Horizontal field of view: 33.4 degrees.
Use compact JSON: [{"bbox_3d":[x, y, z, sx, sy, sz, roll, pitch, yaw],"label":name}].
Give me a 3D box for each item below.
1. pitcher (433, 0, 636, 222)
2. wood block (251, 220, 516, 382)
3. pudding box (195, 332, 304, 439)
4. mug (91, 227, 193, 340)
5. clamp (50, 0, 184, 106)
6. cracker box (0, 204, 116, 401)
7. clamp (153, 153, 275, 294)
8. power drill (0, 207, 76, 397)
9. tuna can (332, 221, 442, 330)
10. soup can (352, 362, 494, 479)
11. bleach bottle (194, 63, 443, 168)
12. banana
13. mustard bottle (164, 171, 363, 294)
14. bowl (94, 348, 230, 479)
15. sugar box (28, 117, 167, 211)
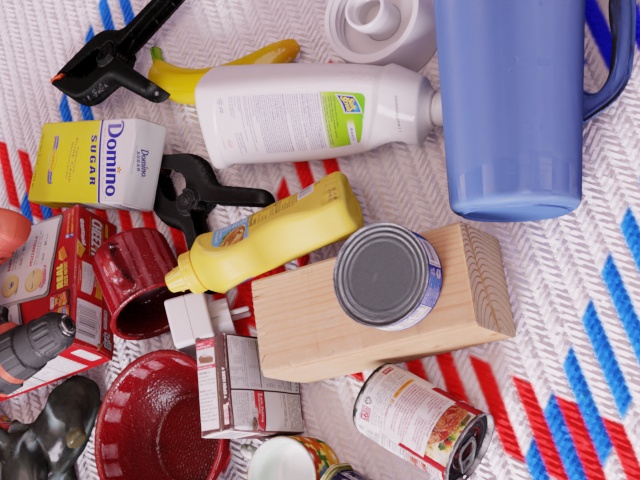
[{"bbox_3d":[0.170,-0.141,0.891,0.149,0.144,0.243,-7,80,42],"label":"pitcher"},{"bbox_3d":[0.052,0.059,0.934,0.206,0.090,0.091,-16,71,28],"label":"wood block"},{"bbox_3d":[-0.063,0.134,0.974,0.039,0.113,0.090,-16,72,30],"label":"pudding box"},{"bbox_3d":[-0.185,0.037,1.067,0.093,0.117,0.081,-36,59,10],"label":"mug"},{"bbox_3d":[-0.219,-0.189,1.154,0.210,0.036,0.164,-20,50,34],"label":"clamp"},{"bbox_3d":[-0.319,0.077,1.149,0.214,0.072,0.164,-22,57,27],"label":"cracker box"},{"bbox_3d":[-0.128,-0.027,1.088,0.172,0.039,0.120,33,93,37],"label":"clamp"},{"bbox_3d":[-0.322,0.063,1.070,0.185,0.057,0.188,-29,55,23],"label":"power drill"},{"bbox_3d":[0.055,0.030,0.865,0.086,0.033,0.086,-7,76,29],"label":"tuna can"},{"bbox_3d":[0.086,0.155,0.907,0.102,0.068,0.068,26,94,32],"label":"soup can"},{"bbox_3d":[0.009,-0.116,1.002,0.251,0.068,0.102,4,126,25],"label":"bleach bottle"},{"bbox_3d":[-0.112,-0.175,1.108,0.198,0.037,0.069,5,83,31],"label":"banana"},{"bbox_3d":[-0.056,0.002,0.984,0.192,0.096,0.058,-24,106,9],"label":"mustard bottle"},{"bbox_3d":[-0.140,0.188,1.023,0.162,0.055,0.162,-11,71,32],"label":"bowl"},{"bbox_3d":[-0.242,-0.081,1.143,0.177,0.048,0.093,2,80,45],"label":"sugar box"}]
